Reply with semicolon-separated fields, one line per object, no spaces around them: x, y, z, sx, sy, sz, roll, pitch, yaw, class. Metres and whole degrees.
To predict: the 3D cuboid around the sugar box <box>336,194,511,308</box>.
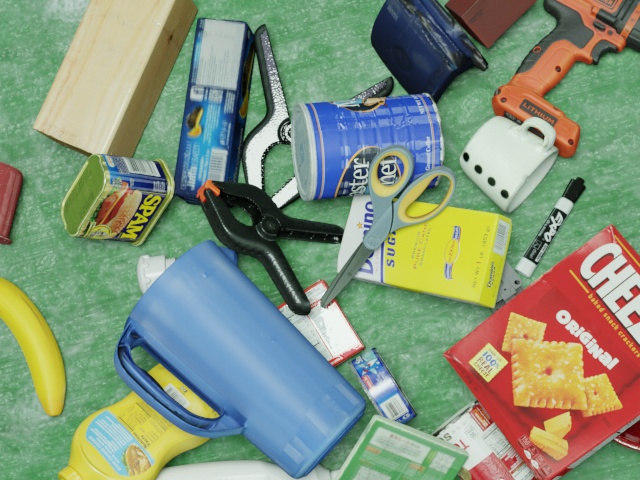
0.105;0.008;1.108;0.176;0.048;0.093;10;84;34;sugar box

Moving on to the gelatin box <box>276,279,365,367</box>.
-0.005;0.097;1.154;0.073;0.030;0.089;-33;80;3;gelatin box

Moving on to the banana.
-0.336;0.103;1.191;0.198;0.037;0.070;47;108;11;banana

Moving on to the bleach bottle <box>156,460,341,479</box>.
-0.091;0.272;1.128;0.251;0.068;0.102;-12;85;3;bleach bottle

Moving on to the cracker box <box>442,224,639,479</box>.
0.256;0.114;1.053;0.214;0.072;0.164;-39;70;10;cracker box

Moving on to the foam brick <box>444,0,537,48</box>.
0.184;-0.257;1.148;0.078;0.051;0.053;-43;119;9;foam brick

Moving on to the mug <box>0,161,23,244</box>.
-0.388;-0.047;1.194;0.117;0.093;0.081;2;76;43;mug

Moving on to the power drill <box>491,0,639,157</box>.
0.286;-0.185;1.142;0.184;0.057;0.187;32;85;13;power drill

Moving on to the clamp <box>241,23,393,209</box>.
-0.019;-0.119;1.178;0.164;0.036;0.210;16;88;1;clamp

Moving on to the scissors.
0.046;-0.020;1.087;0.202;0.016;0.096;-37;104;20;scissors

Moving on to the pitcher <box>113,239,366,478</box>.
-0.080;0.131;1.085;0.243;0.145;0.149;42;100;10;pitcher

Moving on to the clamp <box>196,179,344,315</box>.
-0.057;0.001;1.121;0.171;0.039;0.120;26;50;-13;clamp

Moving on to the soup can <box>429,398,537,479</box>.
0.169;0.223;1.099;0.068;0.068;0.102;-38;81;1;soup can

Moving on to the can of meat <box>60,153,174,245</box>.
-0.219;-0.045;1.146;0.102;0.083;0.057;-51;51;31;can of meat

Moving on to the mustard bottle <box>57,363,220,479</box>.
-0.199;0.211;1.105;0.191;0.058;0.096;-36;69;-30;mustard bottle

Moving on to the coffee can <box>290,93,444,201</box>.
0.047;-0.098;1.117;0.140;0.103;0.103;-6;82;-11;coffee can

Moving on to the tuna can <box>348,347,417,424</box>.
0.065;0.155;1.111;0.034;0.086;0.086;-32;81;0;tuna can

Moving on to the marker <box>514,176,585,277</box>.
0.248;-0.015;1.144;0.020;0.020;0.121;32;88;9;marker

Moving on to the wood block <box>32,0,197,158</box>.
-0.224;-0.192;1.183;0.090;0.091;0.206;23;86;8;wood block
